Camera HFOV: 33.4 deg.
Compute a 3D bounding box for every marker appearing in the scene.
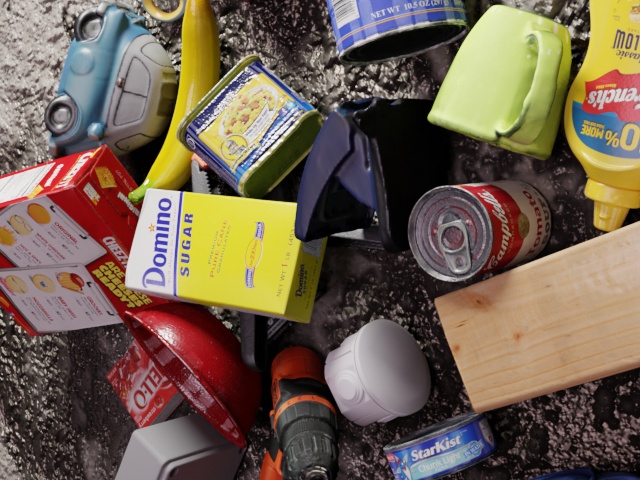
[{"bbox_3d":[-0.034,0.072,0.965,0.121,0.020,0.020,-46,69,32],"label":"marker"}]

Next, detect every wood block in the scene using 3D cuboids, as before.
[{"bbox_3d":[0.197,0.046,0.743,0.206,0.090,0.090,-25,81,36],"label":"wood block"}]

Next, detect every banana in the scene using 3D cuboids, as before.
[{"bbox_3d":[-0.121,-0.124,0.976,0.037,0.069,0.198,18,96,17],"label":"banana"}]

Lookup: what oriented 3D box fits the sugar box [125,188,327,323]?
[{"bbox_3d":[-0.081,0.010,0.897,0.176,0.048,0.093,7,80,32],"label":"sugar box"}]

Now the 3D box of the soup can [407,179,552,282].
[{"bbox_3d":[0.120,-0.009,0.787,0.069,0.102,0.068,5,99,36],"label":"soup can"}]

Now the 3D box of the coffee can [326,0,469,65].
[{"bbox_3d":[0.048,-0.216,0.814,0.103,0.102,0.140,-15,87,37],"label":"coffee can"}]

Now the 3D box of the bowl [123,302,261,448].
[{"bbox_3d":[-0.103,0.108,0.953,0.162,0.055,0.162,43,161,18],"label":"bowl"}]

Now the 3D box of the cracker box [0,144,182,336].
[{"bbox_3d":[-0.247,0.006,1.035,0.214,0.072,0.164,-11,127,35],"label":"cracker box"}]

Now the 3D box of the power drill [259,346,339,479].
[{"bbox_3d":[-0.026,0.206,0.900,0.057,0.184,0.188,11,111,-9],"label":"power drill"}]

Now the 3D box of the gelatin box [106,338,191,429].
[{"bbox_3d":[-0.167,0.136,1.066,0.073,0.030,0.089,52,123,19],"label":"gelatin box"}]

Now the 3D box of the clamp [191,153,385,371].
[{"bbox_3d":[-0.056,0.001,0.935,0.164,0.036,0.210,-49,60,0],"label":"clamp"}]

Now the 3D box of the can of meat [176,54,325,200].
[{"bbox_3d":[-0.058,-0.095,0.920,0.102,0.057,0.084,-46,67,-4],"label":"can of meat"}]

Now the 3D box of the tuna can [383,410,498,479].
[{"bbox_3d":[0.095,0.163,0.838,0.086,0.085,0.034,-26,81,36],"label":"tuna can"}]
